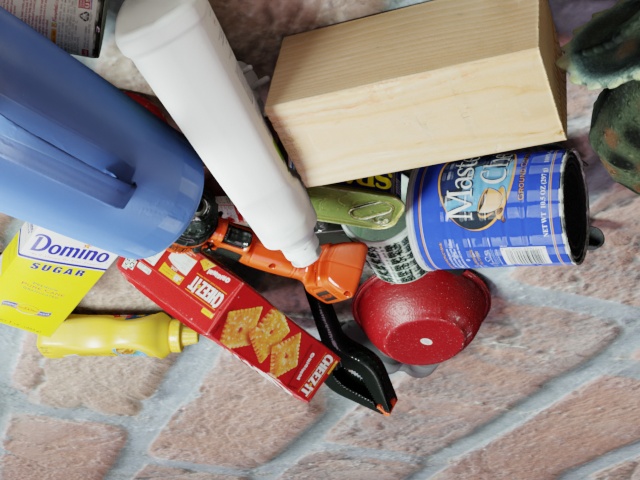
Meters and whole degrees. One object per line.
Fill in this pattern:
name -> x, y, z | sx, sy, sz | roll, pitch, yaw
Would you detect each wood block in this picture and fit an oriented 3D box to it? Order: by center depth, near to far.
wood block -> 0.074, -0.116, 0.807 | 0.206, 0.090, 0.090 | -9, 134, 22

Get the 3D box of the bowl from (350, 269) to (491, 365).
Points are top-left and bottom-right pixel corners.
bowl -> 0.116, 0.094, 1.214 | 0.162, 0.055, 0.162 | 0, 139, 0

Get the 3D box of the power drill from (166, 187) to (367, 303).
power drill -> -0.056, 0.001, 0.963 | 0.187, 0.057, 0.184 | 19, 172, -10

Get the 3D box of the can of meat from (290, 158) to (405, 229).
can of meat -> 0.022, -0.063, 0.934 | 0.102, 0.084, 0.057 | 8, 151, -10

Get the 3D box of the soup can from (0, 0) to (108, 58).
soup can -> -0.207, -0.173, 0.772 | 0.102, 0.068, 0.069 | 8, 151, -11

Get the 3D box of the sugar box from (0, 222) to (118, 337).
sugar box -> -0.289, 0.030, 1.136 | 0.093, 0.048, 0.176 | 21, 133, -30

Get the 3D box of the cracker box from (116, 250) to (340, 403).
cracker box -> -0.097, 0.079, 1.142 | 0.164, 0.072, 0.213 | 31, 171, 38

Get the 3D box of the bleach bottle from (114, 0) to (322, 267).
bleach bottle -> -0.064, -0.076, 0.814 | 0.068, 0.102, 0.250 | -26, 121, 7

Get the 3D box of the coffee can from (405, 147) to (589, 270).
coffee can -> 0.159, -0.026, 0.952 | 0.140, 0.102, 0.102 | -3, 152, 26

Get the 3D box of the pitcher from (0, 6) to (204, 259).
pitcher -> -0.191, -0.068, 0.751 | 0.145, 0.149, 0.242 | -22, 148, 29

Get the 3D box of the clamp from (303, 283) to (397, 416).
clamp -> 0.016, 0.129, 1.268 | 0.210, 0.036, 0.165 | 39, 142, -5

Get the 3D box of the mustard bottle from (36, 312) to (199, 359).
mustard bottle -> -0.245, 0.118, 1.322 | 0.191, 0.058, 0.096 | 0, 170, 5
